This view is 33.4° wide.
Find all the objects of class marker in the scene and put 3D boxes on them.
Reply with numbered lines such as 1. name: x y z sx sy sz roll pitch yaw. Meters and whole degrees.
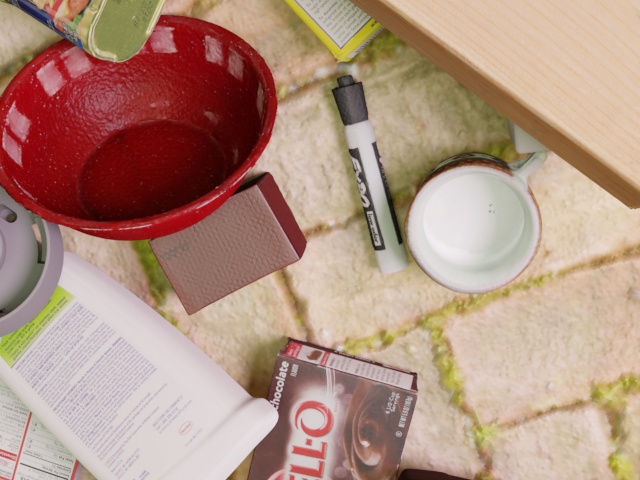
1. marker: 0.030 -0.040 0.639 0.020 0.020 0.121 -13 101 10

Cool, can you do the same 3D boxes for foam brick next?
1. foam brick: -0.054 0.001 0.643 0.078 0.051 0.053 -26 98 12

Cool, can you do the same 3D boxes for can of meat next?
1. can of meat: -0.127 -0.161 0.596 0.084 0.057 0.102 34 106 23

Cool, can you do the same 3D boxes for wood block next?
1. wood block: 0.100 -0.113 0.515 0.206 0.090 0.091 37 95 6

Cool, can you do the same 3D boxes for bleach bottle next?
1. bleach bottle: -0.148 0.055 0.645 0.251 0.068 0.102 43 89 11

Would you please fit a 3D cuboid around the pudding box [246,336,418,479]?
1. pudding box: 0.006 0.127 0.671 0.090 0.039 0.113 15 104 5

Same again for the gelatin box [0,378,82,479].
1. gelatin box: -0.185 0.117 0.697 0.073 0.030 0.089 19 104 1

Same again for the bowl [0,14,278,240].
1. bowl: -0.102 -0.055 0.607 0.162 0.162 0.055 1 143 7
